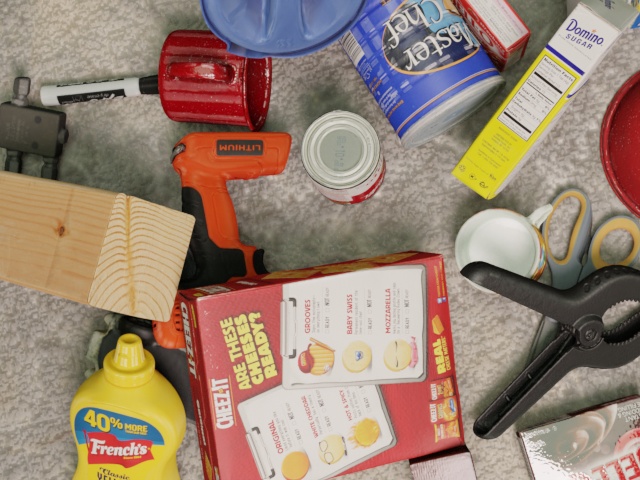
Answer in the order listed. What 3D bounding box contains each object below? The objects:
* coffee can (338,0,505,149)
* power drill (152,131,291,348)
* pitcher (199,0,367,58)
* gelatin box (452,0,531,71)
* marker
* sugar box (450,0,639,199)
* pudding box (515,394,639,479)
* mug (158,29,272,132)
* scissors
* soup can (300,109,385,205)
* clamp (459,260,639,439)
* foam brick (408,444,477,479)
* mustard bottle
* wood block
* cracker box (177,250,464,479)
[{"bbox_3d":[0.079,-0.165,0.917,0.103,0.103,0.140,-32,83,2],"label":"coffee can"},{"bbox_3d":[-0.056,0.001,0.925,0.184,0.057,0.187,-1,78,-19],"label":"power drill"},{"bbox_3d":[-0.040,-0.283,0.879,0.149,0.145,0.243,-18,52,7],"label":"pitcher"},{"bbox_3d":[0.142,-0.195,0.928,0.030,0.073,0.089,-38,83,1],"label":"gelatin box"},{"bbox_3d":[-0.198,-0.139,0.985,0.121,0.020,0.020,-5,85,5],"label":"marker"},{"bbox_3d":[0.182,-0.120,0.870,0.048,0.093,0.176,37,121,8],"label":"sugar box"},{"bbox_3d":[0.233,0.188,0.904,0.113,0.039,0.090,-17,84,4],"label":"pudding box"},{"bbox_3d":[-0.095,-0.142,0.930,0.081,0.117,0.093,5,97,11],"label":"mug"},{"bbox_3d":[0.225,0.056,0.927,0.096,0.016,0.202,6,86,9],"label":"scissors"},{"bbox_3d":[0.021,-0.070,0.916,0.068,0.102,0.068,-1,85,6],"label":"soup can"},{"bbox_3d":[0.210,0.064,0.886,0.210,0.036,0.164,-20,117,-9],"label":"clamp"},{"bbox_3d":[0.105,0.203,0.897,0.051,0.078,0.053,-13,84,3],"label":"foam brick"},{"bbox_3d":[-0.161,0.161,0.892,0.096,0.058,0.192,13,120,11],"label":"mustard bottle"},{"bbox_3d":[-0.217,-0.001,0.894,0.206,0.090,0.091,12,85,39],"label":"wood block"},{"bbox_3d":[0.003,0.104,0.870,0.213,0.072,0.164,-9,96,-21],"label":"cracker box"}]
